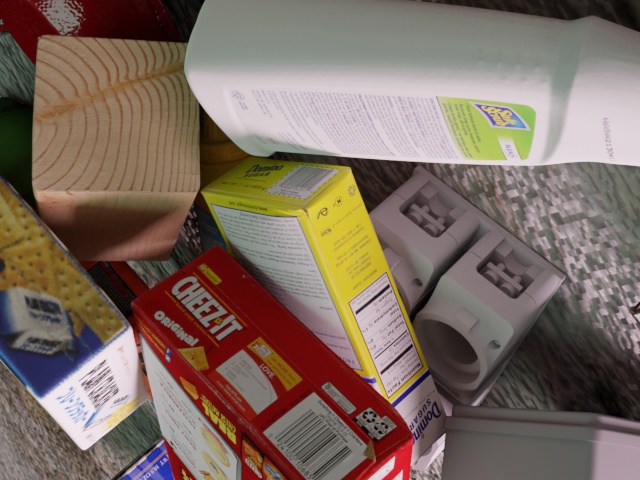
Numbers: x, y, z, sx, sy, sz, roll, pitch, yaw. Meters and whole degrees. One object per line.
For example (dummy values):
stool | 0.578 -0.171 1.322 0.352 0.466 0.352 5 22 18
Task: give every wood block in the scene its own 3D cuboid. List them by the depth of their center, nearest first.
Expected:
wood block | -0.132 -0.048 0.677 0.206 0.090 0.090 136 134 -73

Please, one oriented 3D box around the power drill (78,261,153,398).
power drill | -0.171 0.057 0.887 0.184 0.057 0.187 45 168 17

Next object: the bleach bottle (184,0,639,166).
bleach bottle | 0.065 -0.070 0.505 0.251 0.068 0.102 10 163 26

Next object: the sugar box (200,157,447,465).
sugar box | 0.005 0.040 0.608 0.094 0.048 0.176 12 134 50

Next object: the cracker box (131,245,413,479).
cracker box | -0.025 0.129 0.630 0.164 0.072 0.214 41 153 28

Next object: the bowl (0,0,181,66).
bowl | -0.162 -0.144 0.695 0.162 0.055 0.162 39 158 18

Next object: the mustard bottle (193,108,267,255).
mustard bottle | -0.054 0.001 0.719 0.096 0.058 0.191 -133 32 -63
